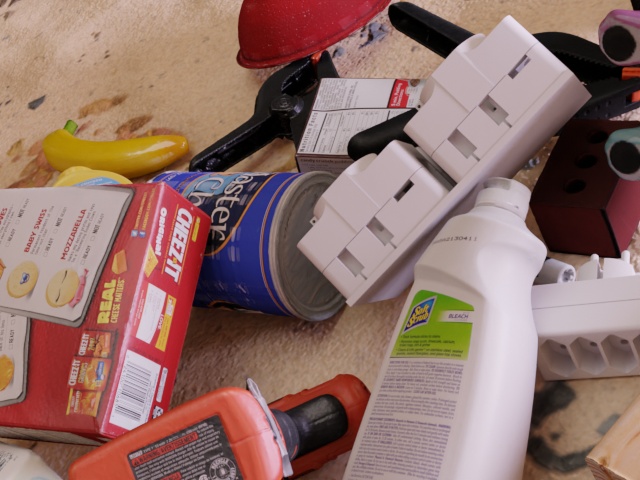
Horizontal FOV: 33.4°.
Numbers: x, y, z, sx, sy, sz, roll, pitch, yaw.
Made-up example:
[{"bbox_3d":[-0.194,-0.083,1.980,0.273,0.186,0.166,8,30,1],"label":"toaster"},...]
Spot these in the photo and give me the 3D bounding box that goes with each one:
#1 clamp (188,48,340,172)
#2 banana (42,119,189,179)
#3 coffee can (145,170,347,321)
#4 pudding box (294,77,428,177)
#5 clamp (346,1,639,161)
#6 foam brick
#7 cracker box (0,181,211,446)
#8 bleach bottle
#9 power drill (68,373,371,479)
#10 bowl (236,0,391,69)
[{"bbox_3d":[-0.037,-0.100,0.901,0.120,0.039,0.171,6,47,15],"label":"clamp"},{"bbox_3d":[-0.207,-0.085,1.006,0.198,0.037,0.069,15,60,42],"label":"banana"},{"bbox_3d":[-0.055,0.001,0.766,0.141,0.102,0.102,3,52,36],"label":"coffee can"},{"bbox_3d":[0.045,-0.083,0.818,0.114,0.039,0.090,2,51,19],"label":"pudding box"},{"bbox_3d":[0.130,-0.123,0.783,0.210,0.036,0.164,-1,52,12],"label":"clamp"},{"bbox_3d":[0.177,-0.034,0.688,0.053,0.051,0.078,6,53,37],"label":"foam brick"},{"bbox_3d":[-0.191,0.050,0.715,0.214,0.072,0.164,-1,67,28],"label":"cracker box"},{"bbox_3d":[0.077,0.080,0.583,0.103,0.068,0.250,-2,61,46],"label":"bleach bottle"},{"bbox_3d":[-0.065,0.127,0.596,0.184,0.187,0.057,-28,79,8],"label":"power drill"},{"bbox_3d":[-0.016,-0.221,0.974,0.162,0.055,0.162,-22,27,11],"label":"bowl"}]
